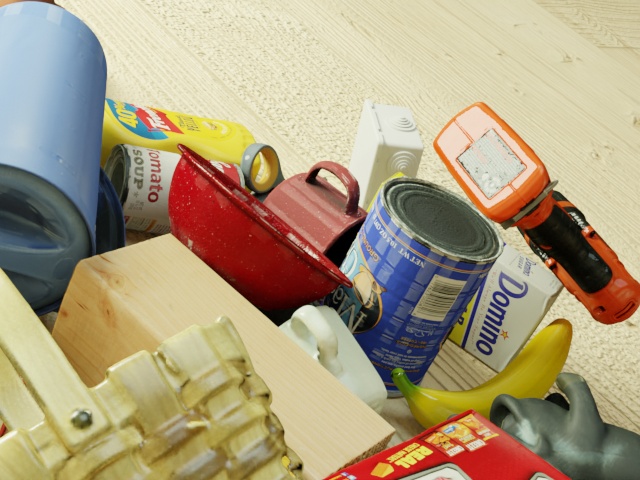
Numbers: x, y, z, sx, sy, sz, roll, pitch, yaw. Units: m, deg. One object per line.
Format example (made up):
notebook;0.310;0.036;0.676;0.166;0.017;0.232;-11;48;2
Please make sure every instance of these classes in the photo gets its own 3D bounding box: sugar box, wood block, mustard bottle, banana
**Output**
sugar box;0.113;0.028;0.930;0.176;0.093;0.048;36;31;15
wood block;-0.068;0.098;0.677;0.206;0.090;0.090;39;31;21
mustard bottle;-0.153;-0.087;0.932;0.191;0.058;0.096;9;26;-28
banana;0.138;0.114;0.840;0.197;0.069;0.037;-12;14;-38

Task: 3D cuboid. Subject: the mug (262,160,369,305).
mug;0.000;-0.013;0.887;0.093;0.117;0.082;-22;50;-39

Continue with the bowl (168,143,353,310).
bowl;-0.055;0.001;0.767;0.162;0.055;0.162;40;2;-2

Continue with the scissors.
scissors;-0.032;-0.060;0.966;0.016;0.096;0.201;10;27;20

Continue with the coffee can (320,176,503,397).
coffee can;0.064;0.037;0.829;0.102;0.140;0.103;20;30;-12

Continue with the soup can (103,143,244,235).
soup can;-0.122;-0.038;0.871;0.102;0.069;0.068;9;34;-28

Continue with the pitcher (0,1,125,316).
pitcher;-0.209;-0.062;0.762;0.145;0.149;0.243;2;39;-6

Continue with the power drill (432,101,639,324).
power drill;0.166;-0.031;0.848;0.187;0.057;0.184;36;15;-44
